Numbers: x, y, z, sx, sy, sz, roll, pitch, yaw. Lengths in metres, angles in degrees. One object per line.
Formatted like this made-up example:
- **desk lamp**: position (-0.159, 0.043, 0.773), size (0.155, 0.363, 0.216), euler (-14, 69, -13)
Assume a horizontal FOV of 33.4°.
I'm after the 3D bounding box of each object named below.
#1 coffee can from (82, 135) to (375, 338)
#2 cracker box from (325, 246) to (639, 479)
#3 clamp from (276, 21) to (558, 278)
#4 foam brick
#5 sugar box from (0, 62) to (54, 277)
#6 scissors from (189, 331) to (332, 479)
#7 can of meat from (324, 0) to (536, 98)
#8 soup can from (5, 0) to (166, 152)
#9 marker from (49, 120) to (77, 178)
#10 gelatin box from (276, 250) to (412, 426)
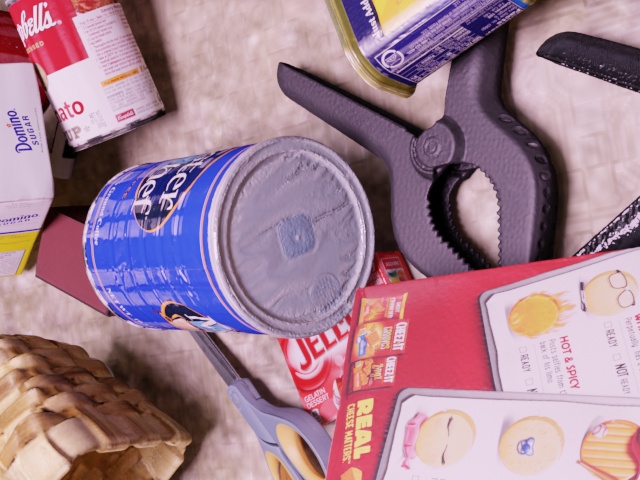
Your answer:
- **coffee can**: position (-0.054, 0.001, 0.590), size (0.141, 0.102, 0.103), euler (-3, 90, 51)
- **cracker box**: position (0.111, 0.089, 0.433), size (0.214, 0.072, 0.164), euler (-9, 48, 24)
- **clamp**: position (0.058, -0.047, 0.561), size (0.165, 0.036, 0.210), euler (-24, 74, 36)
- **foam brick**: position (-0.143, 0.012, 0.710), size (0.078, 0.052, 0.051), euler (23, 106, 35)
- **sugar box**: position (-0.216, -0.041, 0.720), size (0.176, 0.048, 0.093), euler (-36, 64, 60)
- **scissors**: position (-0.038, 0.091, 0.636), size (0.202, 0.016, 0.096), euler (57, 151, 21)
- **can of meat**: position (0.048, -0.135, 0.517), size (0.084, 0.057, 0.102), euler (-32, 65, 31)
- **soup can**: position (-0.148, -0.116, 0.682), size (0.069, 0.068, 0.102), euler (-13, 104, 37)
- **marker**: position (-0.171, -0.103, 0.747), size (0.020, 0.020, 0.121), euler (27, 108, 34)
- **gelatin box**: position (0.019, 0.057, 0.600), size (0.089, 0.030, 0.073), euler (-32, 73, 34)
